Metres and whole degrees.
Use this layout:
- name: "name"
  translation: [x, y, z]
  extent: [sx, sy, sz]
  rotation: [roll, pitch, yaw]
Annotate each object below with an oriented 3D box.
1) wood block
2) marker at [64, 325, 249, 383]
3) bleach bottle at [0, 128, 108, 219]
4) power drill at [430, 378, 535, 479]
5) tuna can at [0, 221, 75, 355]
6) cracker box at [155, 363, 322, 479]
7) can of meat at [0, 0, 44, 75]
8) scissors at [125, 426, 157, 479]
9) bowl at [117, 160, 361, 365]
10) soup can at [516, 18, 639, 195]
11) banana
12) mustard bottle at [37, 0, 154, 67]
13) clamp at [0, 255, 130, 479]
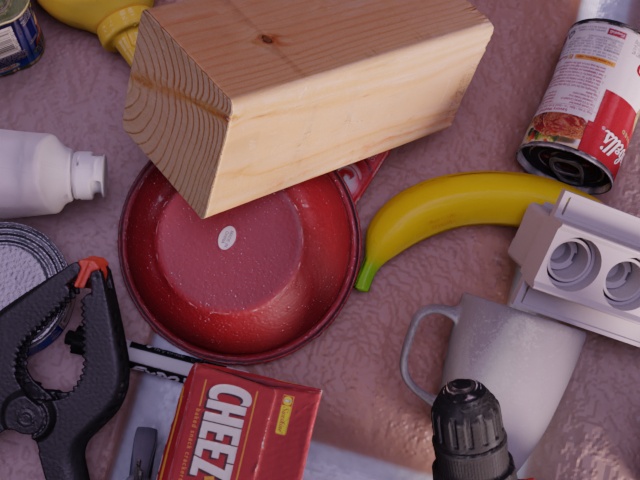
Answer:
- name: "wood block"
  translation: [-0.005, -0.102, 0.654]
  extent: [0.205, 0.090, 0.091]
  rotation: [-22, 58, -35]
- name: "marker"
  translation: [-0.106, 0.078, 0.691]
  extent: [0.121, 0.020, 0.020]
  rotation: [16, 76, -2]
- name: "bleach bottle"
  translation: [-0.261, -0.045, 0.661]
  extent: [0.250, 0.102, 0.068]
  rotation: [1, 81, -4]
- name: "power drill"
  translation: [0.161, 0.155, 0.629]
  extent: [0.188, 0.057, 0.184]
  rotation: [-7, 114, 7]
- name: "tuna can"
  translation: [-0.202, 0.033, 0.685]
  extent: [0.086, 0.034, 0.086]
  rotation: [1, 78, -5]
- name: "cracker box"
  translation: [-0.060, 0.160, 0.577]
  extent: [0.072, 0.214, 0.164]
  rotation: [13, 77, -3]
- name: "can of meat"
  translation: [-0.224, -0.167, 0.702]
  extent: [0.057, 0.084, 0.102]
  rotation: [-23, 81, -10]
- name: "scissors"
  translation: [-0.101, 0.126, 0.600]
  extent: [0.016, 0.202, 0.096]
  rotation: [8, 54, -8]
- name: "bowl"
  translation: [-0.054, 0.001, 0.677]
  extent: [0.162, 0.055, 0.162]
  rotation: [0, 89, 2]
- name: "soup can"
  translation: [0.184, -0.091, 0.731]
  extent: [0.068, 0.068, 0.102]
  rotation: [24, 76, 0]
- name: "banana"
  translation: [0.114, -0.014, 0.726]
  extent: [0.197, 0.037, 0.069]
  rotation: [-9, 101, -5]
- name: "mustard bottle"
  translation: [-0.160, -0.204, 0.729]
  extent: [0.096, 0.058, 0.191]
  rotation: [-23, 80, -19]
- name: "clamp"
  translation: [-0.166, 0.112, 0.647]
  extent: [0.164, 0.036, 0.210]
  rotation: [29, 95, -2]
